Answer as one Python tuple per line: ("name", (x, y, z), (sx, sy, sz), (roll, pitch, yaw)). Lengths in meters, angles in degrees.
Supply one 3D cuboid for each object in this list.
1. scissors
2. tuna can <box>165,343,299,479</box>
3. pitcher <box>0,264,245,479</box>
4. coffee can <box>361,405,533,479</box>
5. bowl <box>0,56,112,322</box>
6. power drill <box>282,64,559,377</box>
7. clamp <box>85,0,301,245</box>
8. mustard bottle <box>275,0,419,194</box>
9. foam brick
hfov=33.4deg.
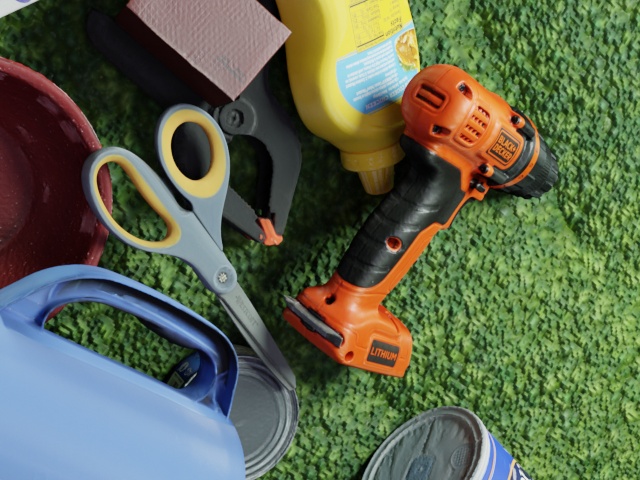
("scissors", (-0.054, 0.001, 0.625), (0.201, 0.016, 0.096), (43, 73, -35))
("tuna can", (-0.059, 0.110, 0.680), (0.086, 0.034, 0.086), (-5, 104, -22))
("pitcher", (-0.156, 0.091, 0.538), (0.145, 0.149, 0.242), (-25, 138, 28))
("coffee can", (0.108, 0.196, 0.731), (0.102, 0.103, 0.140), (-46, 115, -7))
("bowl", (-0.199, -0.024, 0.581), (0.161, 0.055, 0.162), (-5, 104, -21))
("power drill", (0.069, -0.006, 0.673), (0.184, 0.057, 0.188), (22, 101, -56))
("clamp", (-0.067, -0.076, 0.634), (0.120, 0.039, 0.171), (-12, 99, -13))
("mustard bottle", (0.019, -0.118, 0.640), (0.096, 0.058, 0.191), (-36, 122, -43))
("foam brick", (-0.065, -0.118, 0.584), (0.078, 0.051, 0.053), (42, 80, -16))
